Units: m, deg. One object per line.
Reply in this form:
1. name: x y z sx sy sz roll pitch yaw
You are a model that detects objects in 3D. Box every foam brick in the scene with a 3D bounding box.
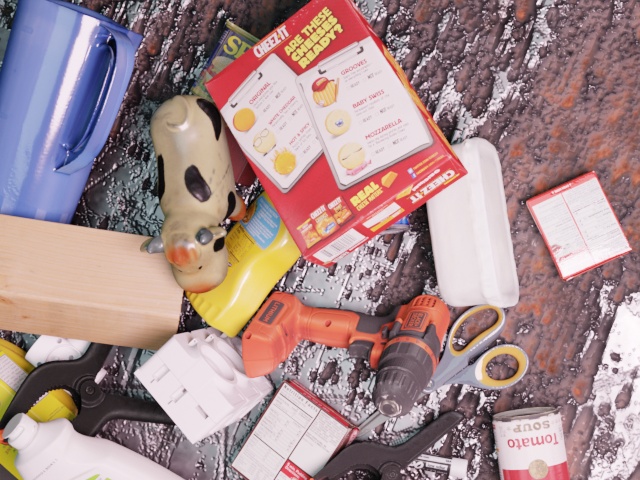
1. foam brick: -0.101 -0.097 1.122 0.078 0.053 0.051 29 94 10

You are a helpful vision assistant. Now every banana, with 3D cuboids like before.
1. banana: -0.337 0.151 1.176 0.198 0.037 0.070 25 113 13

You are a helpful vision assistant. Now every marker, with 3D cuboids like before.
1. marker: 0.089 0.223 1.091 0.121 0.020 0.020 8 90 11

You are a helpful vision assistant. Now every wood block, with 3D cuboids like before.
1. wood block: -0.243 0.045 1.084 0.206 0.090 0.091 8 59 -8

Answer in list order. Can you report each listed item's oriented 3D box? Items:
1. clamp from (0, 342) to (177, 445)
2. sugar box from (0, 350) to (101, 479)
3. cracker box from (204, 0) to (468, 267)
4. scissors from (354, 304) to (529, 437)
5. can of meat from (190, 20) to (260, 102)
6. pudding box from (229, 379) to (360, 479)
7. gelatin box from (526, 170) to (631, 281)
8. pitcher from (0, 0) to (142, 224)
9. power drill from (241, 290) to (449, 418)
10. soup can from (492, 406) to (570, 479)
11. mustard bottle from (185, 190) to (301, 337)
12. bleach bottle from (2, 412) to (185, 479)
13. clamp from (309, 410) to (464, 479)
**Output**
1. clamp: -0.232 0.164 1.105 0.209 0.036 0.164 -33 85 -27
2. sugar box: -0.304 0.209 1.135 0.176 0.048 0.093 41 120 4
3. cracker box: 0.013 -0.106 1.008 0.164 0.072 0.214 -35 68 12
4. scissors: 0.130 0.153 1.087 0.096 0.016 0.202 40 96 10
5. can of meat: -0.074 -0.167 1.117 0.102 0.057 0.084 33 97 10
6. pudding box: -0.027 0.213 1.101 0.090 0.039 0.113 35 93 22
7. gelatin box: 0.256 -0.014 1.058 0.073 0.030 0.089 -25 84 9
8. pitcher: -0.280 -0.127 1.119 0.145 0.149 0.243 19 96 -3
9. power drill: 0.023 0.106 1.038 0.188 0.184 0.057 5 115 17
10. soup can: 0.208 0.218 1.043 0.068 0.068 0.102 -9 86 11
11. mustard bottle: -0.057 0.002 1.094 0.058 0.096 0.192 36 96 -32
12. bleach bottle: -0.203 0.247 1.064 0.102 0.068 0.250 -44 114 7
13. clamp: 0.077 0.243 1.048 0.171 0.039 0.120 -15 59 -5
